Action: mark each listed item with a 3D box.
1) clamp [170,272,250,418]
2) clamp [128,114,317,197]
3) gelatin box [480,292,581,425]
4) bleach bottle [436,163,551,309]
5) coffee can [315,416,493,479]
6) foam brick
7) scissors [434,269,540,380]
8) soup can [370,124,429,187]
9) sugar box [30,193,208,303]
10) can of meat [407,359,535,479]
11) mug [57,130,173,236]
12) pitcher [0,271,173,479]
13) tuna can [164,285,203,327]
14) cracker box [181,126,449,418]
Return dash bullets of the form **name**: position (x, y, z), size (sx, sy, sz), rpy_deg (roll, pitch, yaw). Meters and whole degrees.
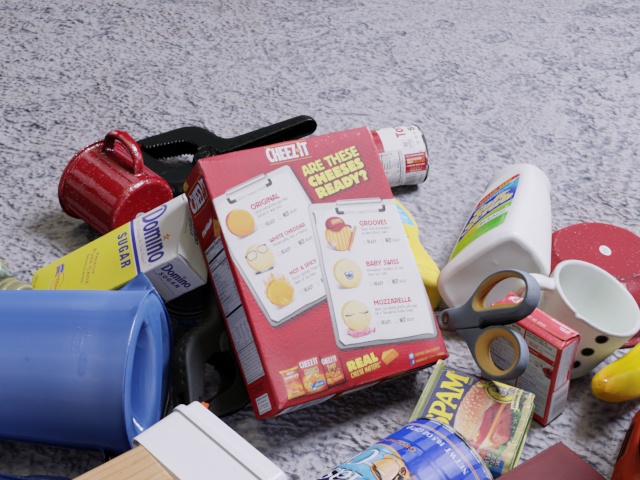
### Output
- **clamp**: position (-0.071, 0.095, 0.911), size (0.120, 0.039, 0.171), rpy_deg (33, 50, -19)
- **clamp**: position (-0.113, -0.090, 1.169), size (0.210, 0.036, 0.164), rpy_deg (14, 56, 23)
- **gelatin box**: position (0.174, 0.098, 0.890), size (0.030, 0.089, 0.073), rpy_deg (-26, 44, -34)
- **bleach bottle**: position (0.179, -0.014, 1.052), size (0.068, 0.103, 0.250), rpy_deg (48, 25, -9)
- **coffee can**: position (0.040, 0.198, 0.734), size (0.140, 0.103, 0.103), rpy_deg (-24, 43, -32)
- **foam brick**: position (0.164, 0.196, 0.784), size (0.078, 0.053, 0.051), rpy_deg (-21, 41, -30)
- **scissors**: position (0.115, 0.084, 0.895), size (0.016, 0.202, 0.096), rpy_deg (9, 65, -28)
- **soup can**: position (0.060, -0.087, 1.166), size (0.102, 0.068, 0.068), rpy_deg (-9, 37, -15)
- **sugar box**: position (-0.180, 0.032, 0.939), size (0.176, 0.048, 0.093), rpy_deg (-28, 34, 18)
- **can of meat**: position (0.118, 0.151, 0.843), size (0.084, 0.057, 0.102), rpy_deg (16, 38, 16)
- **mug**: position (-0.201, -0.054, 1.075), size (0.082, 0.117, 0.093), rpy_deg (34, 34, 30)
- **pitcher**: position (-0.246, 0.109, 0.845), size (0.243, 0.145, 0.149), rpy_deg (2, 23, 8)
- **tuna can**: position (-0.117, 0.036, 0.982), size (0.086, 0.033, 0.086), rpy_deg (-3, 69, 8)
- **cracker box**: position (-0.006, 0.026, 0.900), size (0.164, 0.072, 0.214), rpy_deg (-14, 78, -26)
